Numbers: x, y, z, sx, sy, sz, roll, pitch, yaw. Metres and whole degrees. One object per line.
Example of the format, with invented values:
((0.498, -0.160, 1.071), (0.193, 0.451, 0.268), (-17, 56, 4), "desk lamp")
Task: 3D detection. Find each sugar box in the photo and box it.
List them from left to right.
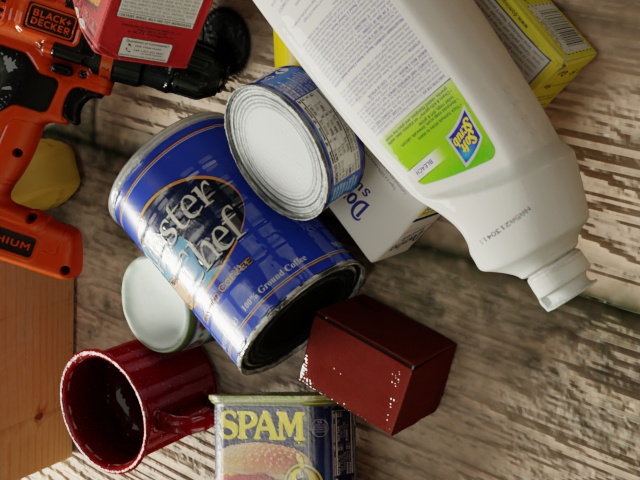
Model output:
((0.063, -0.077, 0.615), (0.093, 0.048, 0.176), (54, 131, 15), "sugar box")

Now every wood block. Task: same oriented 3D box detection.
((-0.265, 0.086, 0.880), (0.090, 0.090, 0.206), (16, 110, 34), "wood block")

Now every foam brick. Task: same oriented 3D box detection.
((0.036, 0.076, 0.668), (0.078, 0.052, 0.051), (27, 116, 31), "foam brick")

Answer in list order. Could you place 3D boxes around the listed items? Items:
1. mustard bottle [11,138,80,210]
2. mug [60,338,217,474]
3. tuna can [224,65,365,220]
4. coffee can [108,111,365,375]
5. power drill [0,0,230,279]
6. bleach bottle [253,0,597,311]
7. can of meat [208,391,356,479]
((-0.282, -0.036, 0.798), (0.096, 0.191, 0.058), (-8, 96, 39), "mustard bottle")
((-0.121, 0.116, 0.780), (0.117, 0.081, 0.093), (8, 106, 37), "mug")
((-0.015, -0.057, 0.615), (0.086, 0.033, 0.086), (34, 142, 31), "tuna can")
((-0.054, 0.001, 0.687), (0.140, 0.102, 0.103), (48, 125, 19), "coffee can")
((-0.171, -0.073, 0.721), (0.184, 0.057, 0.188), (18, 95, -5), "power drill")
((0.054, -0.073, 0.552), (0.251, 0.067, 0.103), (57, 137, 8), "bleach bottle")
((-0.024, 0.143, 0.710), (0.102, 0.057, 0.084), (-5, 83, 32), "can of meat")
